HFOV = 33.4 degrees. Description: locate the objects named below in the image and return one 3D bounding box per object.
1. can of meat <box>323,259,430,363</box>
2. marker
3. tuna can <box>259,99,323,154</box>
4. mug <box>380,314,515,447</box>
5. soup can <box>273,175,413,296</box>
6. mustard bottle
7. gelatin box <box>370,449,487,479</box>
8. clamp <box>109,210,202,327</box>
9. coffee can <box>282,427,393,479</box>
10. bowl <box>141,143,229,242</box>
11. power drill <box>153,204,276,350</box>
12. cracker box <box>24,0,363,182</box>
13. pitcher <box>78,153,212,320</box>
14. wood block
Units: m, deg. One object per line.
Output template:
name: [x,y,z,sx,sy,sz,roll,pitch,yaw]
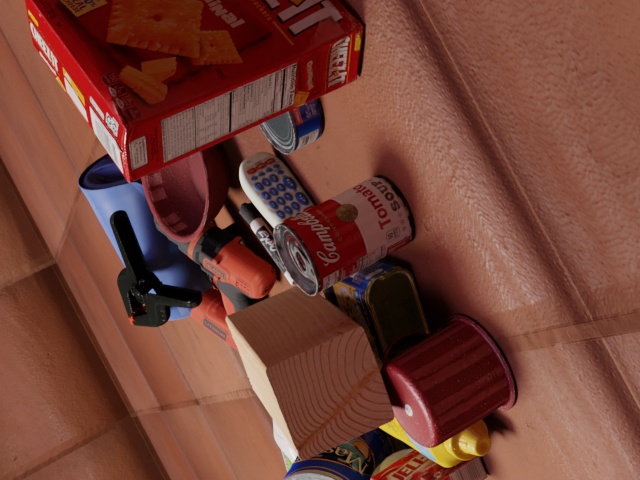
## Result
can of meat: [0.052,0.064,0.993,0.084,0.057,0.102,21,135,59]
marker: [-0.058,0.001,1.239,0.121,0.020,0.020,53,158,25]
tuna can: [-0.033,-0.126,0.991,0.086,0.033,0.086,50,157,30]
mug: [0.098,0.116,0.911,0.117,0.081,0.093,41,151,45]
soup can: [0.020,-0.005,0.914,0.068,0.102,0.068,50,157,30]
mustard bottle: [0.097,0.162,1.004,0.192,0.058,0.096,21,138,62]
gelatin box: [0.103,0.228,1.029,0.073,0.089,0.030,15,130,64]
clamp: [-0.240,0.054,1.439,0.164,0.036,0.210,50,150,4]
coffee can: [0.016,0.263,1.161,0.103,0.103,0.140,66,-158,-11]
bowl: [-0.156,-0.081,1.280,0.162,0.055,0.162,23,119,49]
power drill: [-0.136,0.050,1.378,0.185,0.057,0.188,34,151,21]
cracker box: [-0.099,-0.162,0.841,0.164,0.213,0.072,52,157,25]
pitcher: [-0.239,-0.013,1.514,0.149,0.145,0.243,-81,-25,-58]
wood block: [-0.015,0.112,0.974,0.206,0.090,0.090,-151,40,-74]
